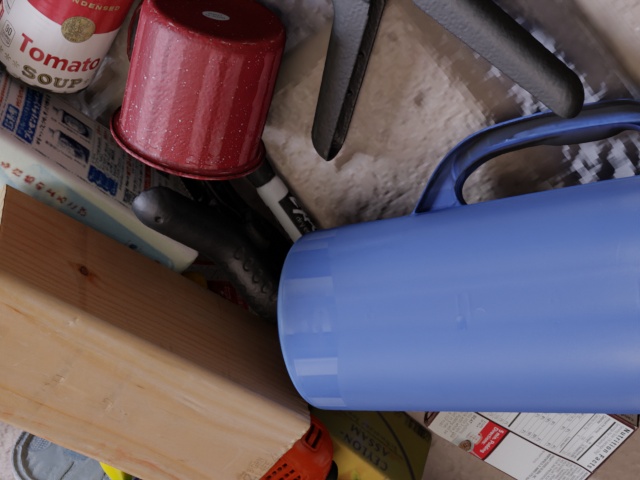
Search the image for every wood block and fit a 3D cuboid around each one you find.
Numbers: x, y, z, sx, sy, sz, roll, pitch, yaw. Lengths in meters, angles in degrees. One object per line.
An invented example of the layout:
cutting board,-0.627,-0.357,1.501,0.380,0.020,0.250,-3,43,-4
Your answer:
wood block,-0.117,0.067,0.623,0.205,0.091,0.090,31,113,-27

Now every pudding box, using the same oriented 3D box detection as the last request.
pudding box,0.137,0.111,0.697,0.113,0.039,0.090,29,126,-2

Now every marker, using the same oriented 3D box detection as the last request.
marker,-0.017,-0.013,0.682,0.020,0.020,0.121,-23,112,31

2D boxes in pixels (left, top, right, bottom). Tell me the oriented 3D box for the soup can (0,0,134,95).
soup can,-0.142,-0.142,0.611,0.068,0.068,0.102,35,127,-5

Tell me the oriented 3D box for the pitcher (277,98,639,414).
pitcher,0.103,0.026,0.599,0.243,0.149,0.145,-6,132,22

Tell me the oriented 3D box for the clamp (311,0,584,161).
clamp,0.029,-0.138,0.571,0.165,0.036,0.210,-15,112,34

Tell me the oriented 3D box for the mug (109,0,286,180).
mug,-0.074,-0.100,0.612,0.117,0.093,0.082,44,130,35

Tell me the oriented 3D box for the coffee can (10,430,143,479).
coffee can,-0.180,0.212,0.838,0.103,0.102,0.140,10,125,14

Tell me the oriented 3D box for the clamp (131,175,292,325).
clamp,-0.054,0.001,0.648,0.039,0.120,0.171,-34,110,23
